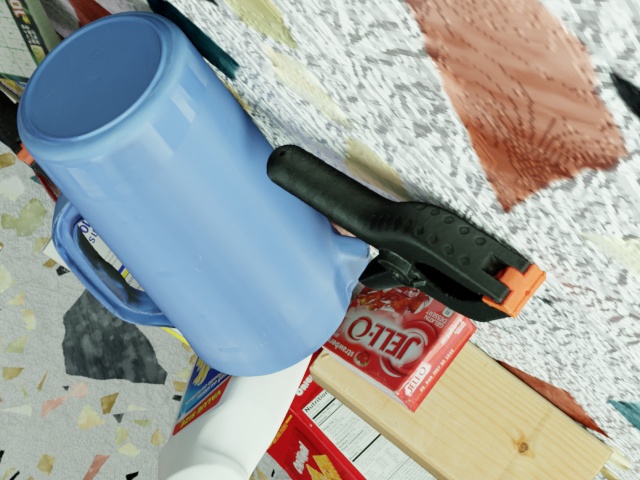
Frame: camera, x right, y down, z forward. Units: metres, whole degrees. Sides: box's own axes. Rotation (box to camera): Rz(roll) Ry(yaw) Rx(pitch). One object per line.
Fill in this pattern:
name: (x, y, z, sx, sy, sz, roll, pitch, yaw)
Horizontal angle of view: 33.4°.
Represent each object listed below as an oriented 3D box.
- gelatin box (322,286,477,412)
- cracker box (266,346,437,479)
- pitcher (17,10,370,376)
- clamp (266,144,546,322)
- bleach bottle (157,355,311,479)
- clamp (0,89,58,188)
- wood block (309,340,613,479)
gelatin box: (0.052, 0.066, 0.733, 0.089, 0.073, 0.030, 29, 165, 49)
cracker box: (0.013, 0.187, 0.954, 0.214, 0.072, 0.164, 46, 156, 9)
pitcher: (-0.089, -0.021, 0.671, 0.145, 0.149, 0.242, 31, 165, 39)
clamp: (0.042, -0.002, 0.568, 0.120, 0.039, 0.172, 39, 165, -30)
bleach bottle: (-0.054, 0.103, 0.766, 0.103, 0.250, 0.068, -28, 119, 35)
clamp: (-0.240, -0.073, 0.952, 0.164, 0.036, 0.210, 44, 175, -17)
wood block: (0.100, 0.130, 0.802, 0.206, 0.090, 0.090, 38, 170, 11)
